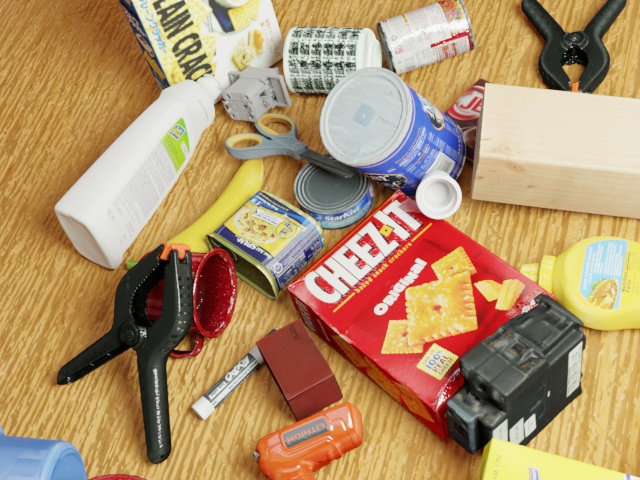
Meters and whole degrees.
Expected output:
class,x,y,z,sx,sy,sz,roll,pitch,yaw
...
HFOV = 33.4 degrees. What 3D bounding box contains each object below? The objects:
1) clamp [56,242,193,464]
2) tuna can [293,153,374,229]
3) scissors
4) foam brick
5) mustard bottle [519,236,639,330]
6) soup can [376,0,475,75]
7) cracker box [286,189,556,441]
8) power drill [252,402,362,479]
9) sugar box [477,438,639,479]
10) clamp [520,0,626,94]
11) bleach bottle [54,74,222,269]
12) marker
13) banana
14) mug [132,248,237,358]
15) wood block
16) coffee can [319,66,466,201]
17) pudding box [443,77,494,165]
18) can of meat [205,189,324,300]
class,x,y,z,sx,sy,sz,roll,pitch,yaw
clamp,-0.171,0.103,1.054,0.165,0.036,0.210,38,108,29
tuna can,0.016,-0.054,1.177,0.086,0.033,0.086,-8,53,10
scissors,-0.044,-0.096,1.196,0.096,0.016,0.202,-23,33,-11
foam brick,-0.020,0.127,1.043,0.053,0.051,0.078,-27,52,-7
mustard bottle,0.286,0.042,1.016,0.192,0.058,0.096,6,57,19
soup can,0.124,-0.242,1.265,0.102,0.068,0.068,-19,52,2
cracker box,0.098,0.065,1.043,0.164,0.072,0.214,-41,54,-16
power drill,0.030,0.240,0.942,0.184,0.057,0.188,-22,52,-1
sugar box,0.213,0.230,0.868,0.176,0.048,0.093,13,67,6
clamp,0.300,-0.226,1.223,0.120,0.039,0.171,-11,58,13
bleach bottle,-0.194,-0.092,1.224,0.068,0.102,0.250,23,61,26
marker,-0.080,0.132,1.076,0.121,0.020,0.020,-43,55,-17
banana,-0.127,-0.022,1.191,0.197,0.037,0.070,-40,54,-15
mug,-0.144,0.064,1.110,0.082,0.093,0.117,3,92,23
wood block,0.260,-0.087,1.068,0.206,0.090,0.091,7,63,5
coffee can,0.078,-0.108,1.113,0.103,0.140,0.103,-9,72,30
pudding box,0.192,-0.122,1.174,0.114,0.039,0.090,33,68,32
can of meat,-0.058,0.001,1.143,0.102,0.057,0.083,32,66,31
